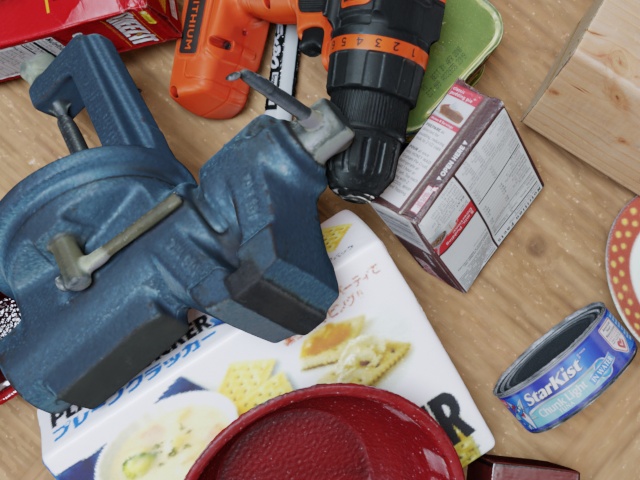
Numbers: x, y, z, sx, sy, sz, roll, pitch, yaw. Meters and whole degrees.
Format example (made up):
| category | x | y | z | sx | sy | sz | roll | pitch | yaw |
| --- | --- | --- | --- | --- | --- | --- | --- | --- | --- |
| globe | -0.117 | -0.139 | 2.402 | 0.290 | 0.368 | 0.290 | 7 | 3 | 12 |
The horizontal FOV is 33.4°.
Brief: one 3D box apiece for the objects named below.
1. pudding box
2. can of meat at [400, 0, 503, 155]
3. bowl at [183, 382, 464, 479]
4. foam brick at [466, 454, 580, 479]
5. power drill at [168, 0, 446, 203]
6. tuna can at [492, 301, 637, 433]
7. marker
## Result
| category | x | y | z | sx | sy | sz | roll | pitch | yaw |
| --- | --- | --- | --- | --- | --- | --- | --- | --- | --- |
| pudding box | 0.085 | -0.029 | 0.639 | 0.039 | 0.113 | 0.090 | 33 | 83 | 31 |
| can of meat | 0.062 | -0.104 | 0.660 | 0.057 | 0.084 | 0.102 | 42 | 85 | 3 |
| bowl | -0.007 | 0.141 | 0.563 | 0.162 | 0.055 | 0.162 | -5 | 107 | -17 |
| foam brick | 0.118 | 0.157 | 0.637 | 0.053 | 0.078 | 0.051 | 6 | 82 | -1 |
| power drill | -0.011 | -0.112 | 0.616 | 0.057 | 0.188 | 0.184 | 18 | 80 | -42 |
| tuna can | 0.147 | 0.077 | 0.641 | 0.086 | 0.086 | 0.034 | -41 | 88 | -5 |
| marker | -0.022 | -0.127 | 0.693 | 0.020 | 0.020 | 0.121 | 7 | 84 | 0 |
